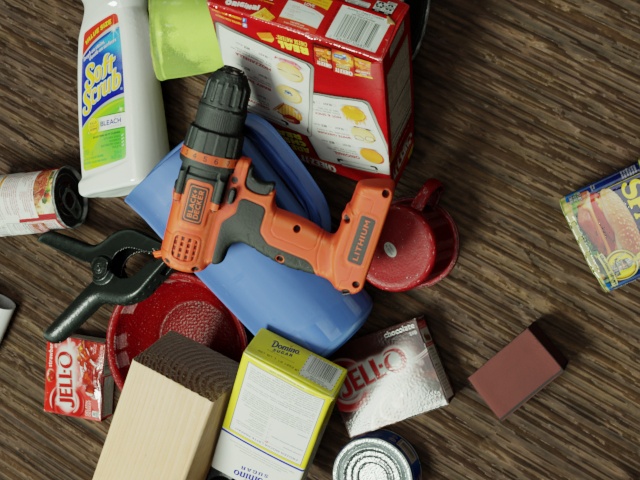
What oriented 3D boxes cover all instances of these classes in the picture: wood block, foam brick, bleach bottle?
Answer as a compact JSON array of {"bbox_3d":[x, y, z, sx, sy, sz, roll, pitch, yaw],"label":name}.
[{"bbox_3d":[-0.157,0.207,1.053,0.091,0.090,0.206,25,111,11],"label":"wood block"},{"bbox_3d":[0.187,0.122,1.006,0.078,0.053,0.051,-43,81,16],"label":"foam brick"},{"bbox_3d":[-0.216,-0.176,1.114,0.103,0.067,0.251,-10,86,35],"label":"bleach bottle"}]

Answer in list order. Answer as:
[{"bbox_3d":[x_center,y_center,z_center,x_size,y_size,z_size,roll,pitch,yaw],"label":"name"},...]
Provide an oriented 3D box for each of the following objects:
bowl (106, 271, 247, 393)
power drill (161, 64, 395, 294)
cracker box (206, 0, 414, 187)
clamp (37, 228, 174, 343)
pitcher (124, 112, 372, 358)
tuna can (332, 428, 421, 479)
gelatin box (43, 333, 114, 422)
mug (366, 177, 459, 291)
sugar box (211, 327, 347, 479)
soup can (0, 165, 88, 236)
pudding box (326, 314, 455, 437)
[{"bbox_3d":[-0.140,0.110,1.115,0.162,0.055,0.162,2,95,19],"label":"bowl"},{"bbox_3d":[-0.034,-0.042,0.927,0.187,0.057,0.184,17,105,2],"label":"power drill"},{"bbox_3d":[0.000,-0.147,0.968,0.164,0.213,0.072,21,67,16],"label":"cracker box"},{"bbox_3d":[-0.224,0.025,1.098,0.172,0.039,0.120,-22,76,17],"label":"clamp"},{"bbox_3d":[-0.057,0.001,1.021,0.145,0.149,0.243,-41,94,-6],"label":"pitcher"},{"bbox_3d":[0.056,0.234,1.069,0.086,0.033,0.086,1,95,19],"label":"tuna can"},{"bbox_3d":[-0.265,0.149,1.173,0.073,0.030,0.089,7,96,18],"label":"gelatin box"},{"bbox_3d":[0.085,-0.005,1.015,0.093,0.081,0.117,32,103,14],"label":"mug"},{"bbox_3d":[-0.042,0.172,1.019,0.093,0.048,0.176,27,133,9],"label":"sugar box"},{"bbox_3d":[-0.313,-0.041,1.156,0.102,0.068,0.068,-5,92,19],"label":"soup can"},{"bbox_3d":[0.065,0.134,1.055,0.114,0.039,0.090,-23,87,19],"label":"pudding box"}]
